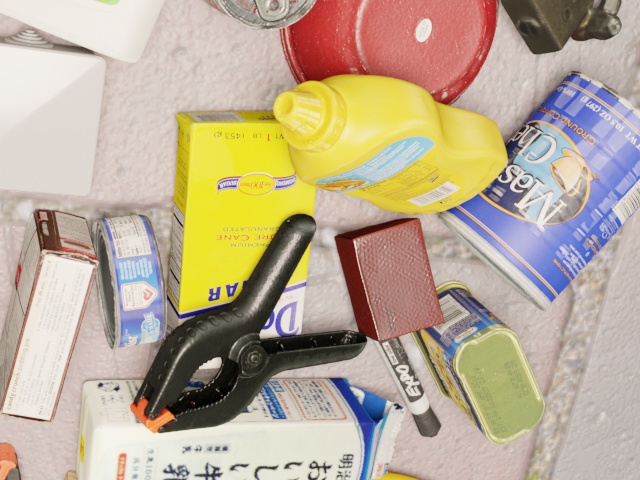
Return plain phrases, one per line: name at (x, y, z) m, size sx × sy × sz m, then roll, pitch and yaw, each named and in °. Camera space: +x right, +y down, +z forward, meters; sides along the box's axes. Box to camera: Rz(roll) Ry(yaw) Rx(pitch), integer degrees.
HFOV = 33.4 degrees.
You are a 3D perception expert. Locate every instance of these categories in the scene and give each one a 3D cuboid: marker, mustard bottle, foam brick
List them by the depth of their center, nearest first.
mustard bottle at (0.035, -0.062, 0.674) m, size 0.096 × 0.058 × 0.191 m, roll -23°, pitch 160°, yaw 31°
foam brick at (0.048, 0.027, 0.762) m, size 0.053 × 0.051 × 0.078 m, roll -15°, pitch 97°, yaw -13°
marker at (0.065, 0.106, 0.825) m, size 0.020 × 0.020 × 0.121 m, roll -30°, pitch 116°, yaw -7°

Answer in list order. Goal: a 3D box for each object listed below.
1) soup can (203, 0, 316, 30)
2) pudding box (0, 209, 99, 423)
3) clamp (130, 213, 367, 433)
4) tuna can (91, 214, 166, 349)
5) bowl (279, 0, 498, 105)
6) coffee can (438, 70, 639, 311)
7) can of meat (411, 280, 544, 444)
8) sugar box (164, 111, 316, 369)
soup can at (-0.045, -0.168, 0.640) m, size 0.068 × 0.102 × 0.068 m, roll -6°, pitch 111°, yaw -17°
pudding box at (-0.176, 0.046, 0.682) m, size 0.039 × 0.090 × 0.113 m, roll 11°, pitch 105°, yaw -22°
clamp at (-0.044, 0.075, 0.714) m, size 0.171 × 0.039 × 0.120 m, roll -41°, pitch 118°, yaw -11°
tuna can at (-0.125, 0.026, 0.694) m, size 0.033 × 0.086 × 0.086 m, roll -7°, pitch 112°, yaw -19°
bowl at (0.057, -0.146, 0.710) m, size 0.162 × 0.055 × 0.162 m, roll -6°, pitch 112°, yaw -17°
coffee can at (0.169, -0.035, 0.762) m, size 0.102 × 0.103 × 0.140 m, roll 41°, pitch 93°, yaw -27°
can of meat at (0.117, 0.092, 0.802) m, size 0.057 × 0.084 × 0.102 m, roll -30°, pitch 116°, yaw -6°
sugar box at (-0.055, 0.001, 0.731) m, size 0.093 × 0.048 × 0.176 m, roll -2°, pitch 108°, yaw -21°
